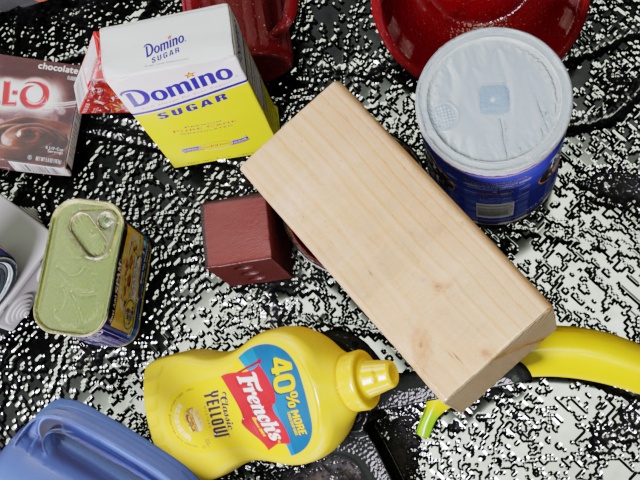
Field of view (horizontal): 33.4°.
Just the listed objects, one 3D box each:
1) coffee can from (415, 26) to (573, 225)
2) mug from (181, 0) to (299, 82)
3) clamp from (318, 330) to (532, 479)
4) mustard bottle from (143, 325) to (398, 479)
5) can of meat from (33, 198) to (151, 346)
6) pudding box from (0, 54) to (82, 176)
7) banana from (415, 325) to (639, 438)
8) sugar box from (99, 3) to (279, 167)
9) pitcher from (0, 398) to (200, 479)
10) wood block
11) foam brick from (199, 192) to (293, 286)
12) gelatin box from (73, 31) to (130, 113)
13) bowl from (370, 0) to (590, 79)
[{"bbox_3d":[0.123,-0.077,0.764,0.103,0.140,0.103,-2,76,9],"label":"coffee can"},{"bbox_3d":[-0.058,-0.174,0.837,0.117,0.093,0.081,-18,77,43],"label":"mug"},{"bbox_3d":[0.039,0.117,0.772,0.210,0.036,0.164,32,100,22],"label":"clamp"},{"bbox_3d":[-0.032,0.112,0.752,0.192,0.058,0.096,-16,86,28],"label":"mustard bottle"},{"bbox_3d":[-0.170,0.028,0.816,0.057,0.084,0.102,6,78,10],"label":"can of meat"},{"bbox_3d":[-0.254,-0.104,0.874,0.113,0.039,0.090,8,78,-4],"label":"pudding box"},{"bbox_3d":[0.161,0.094,0.774,0.198,0.037,0.069,-10,105,10],"label":"banana"},{"bbox_3d":[-0.090,-0.107,0.787,0.093,0.176,0.048,-10,75,6],"label":"sugar box"},{"bbox_3d":[-0.117,0.219,0.736,0.243,0.149,0.145,25,78,11],"label":"pitcher"},{"bbox_3d":[0.053,0.005,0.710,0.090,0.090,0.206,-42,71,1],"label":"wood block"},{"bbox_3d":[-0.055,0.001,0.808,0.053,0.078,0.051,-9,76,9],"label":"foam brick"},{"bbox_3d":[-0.148,-0.130,0.835,0.073,0.089,0.030,-4,71,-25],"label":"gelatin box"},{"bbox_3d":[0.120,-0.194,0.810,0.162,0.162,0.055,-1,37,9],"label":"bowl"}]
